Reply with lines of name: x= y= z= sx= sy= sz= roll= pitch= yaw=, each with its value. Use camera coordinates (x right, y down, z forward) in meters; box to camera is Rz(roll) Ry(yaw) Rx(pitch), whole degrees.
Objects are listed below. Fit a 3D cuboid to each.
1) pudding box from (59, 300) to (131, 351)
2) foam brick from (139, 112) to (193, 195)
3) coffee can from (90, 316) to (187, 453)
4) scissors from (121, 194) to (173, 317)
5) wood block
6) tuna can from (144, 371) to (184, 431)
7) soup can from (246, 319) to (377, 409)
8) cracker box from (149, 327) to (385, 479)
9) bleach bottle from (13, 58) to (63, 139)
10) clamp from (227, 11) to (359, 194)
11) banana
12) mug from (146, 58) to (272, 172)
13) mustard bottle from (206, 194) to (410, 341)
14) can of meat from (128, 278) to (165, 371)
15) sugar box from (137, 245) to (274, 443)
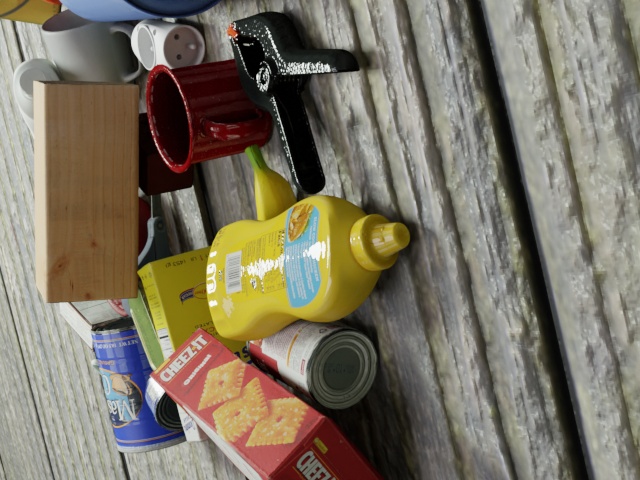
pudding box: x=-0.257 y=0.087 z=1.299 sx=0.114 sy=0.089 sz=0.039 roll=31 pitch=129 yaw=52
foam brick: x=-0.170 y=-0.090 z=1.096 sx=0.078 sy=0.052 sz=0.051 roll=47 pitch=141 yaw=40
coffee can: x=-0.195 y=0.157 z=1.207 sx=0.103 sy=0.102 sz=0.140 roll=-2 pitch=102 yaw=61
scissors: x=-0.187 y=-0.003 z=1.138 sx=0.016 sy=0.096 sz=0.202 roll=-4 pitch=103 yaw=40
wood block: x=-0.229 y=-0.051 z=1.041 sx=0.091 sy=0.090 sz=0.206 roll=-156 pitch=66 yaw=-66
tuna can: x=-0.142 y=0.160 z=1.133 sx=0.034 sy=0.086 sz=0.086 roll=50 pitch=143 yaw=41
soup can: x=-0.007 y=0.092 z=0.877 sx=0.102 sy=0.068 sz=0.068 roll=20 pitch=120 yaw=57
cracker box: x=-0.032 y=0.176 z=0.895 sx=0.214 sy=0.072 sz=0.164 roll=26 pitch=157 yaw=55
bleach bottle: x=-0.306 y=-0.140 z=1.217 sx=0.251 sy=0.068 sz=0.102 roll=134 pitch=119 yaw=-81
clamp: x=-0.024 y=-0.133 z=0.830 sx=0.171 sy=0.039 sz=0.120 roll=58 pitch=136 yaw=32
banana: x=-0.048 y=0.010 z=0.944 sx=0.070 sy=0.037 sz=0.198 roll=56 pitch=147 yaw=40
mug: x=-0.088 y=-0.108 z=0.910 sx=0.117 sy=0.081 sz=0.093 roll=27 pitch=126 yaw=54
mustard bottle: x=-0.009 y=0.017 z=0.821 sx=0.192 sy=0.058 sz=0.096 roll=-18 pitch=66 yaw=44
can of meat: x=-0.143 y=0.078 z=1.096 sx=0.102 sy=0.083 sz=0.058 roll=66 pitch=151 yaw=16
sugar box: x=-0.105 y=0.097 z=1.030 sx=0.048 sy=0.093 sz=0.176 roll=-26 pitch=81 yaw=62
